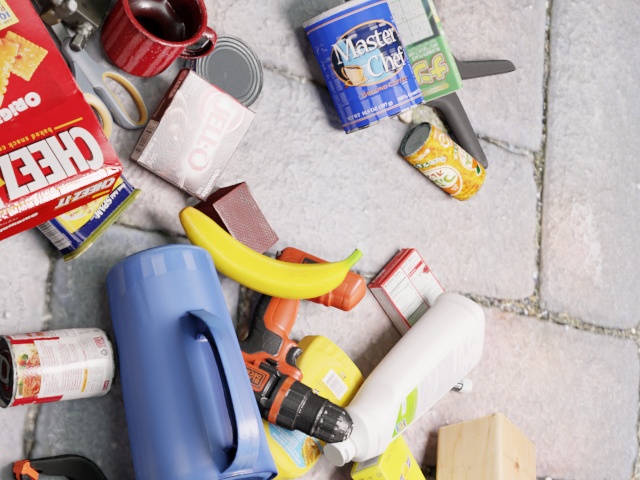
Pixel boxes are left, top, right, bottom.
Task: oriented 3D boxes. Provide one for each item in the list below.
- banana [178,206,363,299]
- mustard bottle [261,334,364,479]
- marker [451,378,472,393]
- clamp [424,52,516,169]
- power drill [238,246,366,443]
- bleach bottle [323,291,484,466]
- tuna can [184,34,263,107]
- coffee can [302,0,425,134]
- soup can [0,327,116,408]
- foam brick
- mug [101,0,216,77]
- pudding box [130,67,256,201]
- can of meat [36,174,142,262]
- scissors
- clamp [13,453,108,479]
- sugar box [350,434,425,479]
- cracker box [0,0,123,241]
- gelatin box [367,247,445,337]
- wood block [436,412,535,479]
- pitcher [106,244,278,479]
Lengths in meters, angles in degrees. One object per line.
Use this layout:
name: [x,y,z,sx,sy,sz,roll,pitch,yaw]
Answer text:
banana: [-0.058,0.020,1.112,0.197,0.037,0.069,14,85,-12]
mustard bottle: [-0.032,0.201,1.160,0.096,0.058,0.191,53,58,-24]
marker: [0.136,0.167,1.307,0.120,0.020,0.020,18,73,-32]
clamp: [0.159,-0.193,1.363,0.209,0.036,0.164,22,70,-29]
power drill: [-0.022,0.109,1.135,0.184,0.057,0.187,24,58,10]
bleach bottle: [0.092,0.162,1.201,0.250,0.068,0.102,-36,136,-39]
tuna can: [-0.107,-0.182,1.178,0.085,0.034,0.086,6,80,-34]
coffee can: [0.051,-0.208,1.251,0.102,0.103,0.140,-27,99,-35]
soup can: [-0.253,0.119,1.012,0.102,0.069,0.068,-2,84,-36]
foam brick: [-0.093,-0.016,1.154,0.052,0.051,0.078,-38,105,-34]
mug: [-0.165,-0.218,1.104,0.117,0.082,0.093,14,62,-27]
pudding box: [-0.134,-0.112,1.125,0.090,0.039,0.113,31,90,-28]
can of meat: [-0.242,-0.044,1.051,0.084,0.058,0.102,49,59,-17]
scissors: [-0.258,-0.177,1.081,0.201,0.016,0.096,45,56,-22]
clamp: [-0.225,0.269,1.029,0.171,0.039,0.120,29,61,-25]
sugar box: [0.100,0.310,1.223,0.176,0.048,0.093,60,25,-11]
cracker box: [-0.304,-0.115,0.970,0.164,0.072,0.214,-27,83,-28]
gelatin box: [0.108,0.065,1.296,0.073,0.030,0.089,-45,109,-29]
wood block: [0.191,0.317,1.228,0.090,0.090,0.206,44,38,-35]
pitcher: [-0.127,0.127,1.025,0.145,0.149,0.243,40,33,-68]
